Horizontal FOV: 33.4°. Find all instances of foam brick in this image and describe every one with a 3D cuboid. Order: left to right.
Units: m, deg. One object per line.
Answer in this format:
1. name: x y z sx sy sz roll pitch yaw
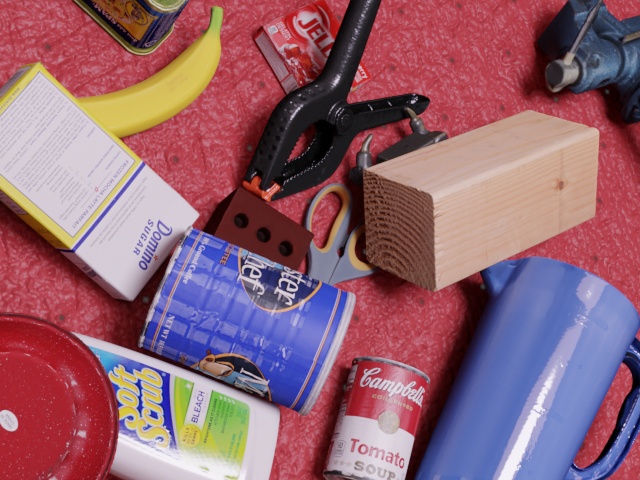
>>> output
1. foam brick: -0.056 0.001 0.890 0.078 0.051 0.053 32 65 -14

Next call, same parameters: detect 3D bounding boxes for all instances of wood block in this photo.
1. wood block: 0.144 -0.040 0.944 0.205 0.090 0.091 -21 120 -33

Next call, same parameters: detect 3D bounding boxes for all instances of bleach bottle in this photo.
1. bleach bottle: -0.158 0.129 0.799 0.250 0.068 0.102 23 54 -16

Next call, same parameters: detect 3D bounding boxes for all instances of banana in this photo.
1. banana: -0.155 -0.122 0.877 0.197 0.037 0.069 -33 115 -21

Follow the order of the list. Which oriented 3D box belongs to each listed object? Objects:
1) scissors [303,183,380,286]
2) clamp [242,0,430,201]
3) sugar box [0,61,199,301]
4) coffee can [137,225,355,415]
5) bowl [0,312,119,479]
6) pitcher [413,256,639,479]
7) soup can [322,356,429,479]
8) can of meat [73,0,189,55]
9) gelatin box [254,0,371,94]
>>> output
1. scissors: 0.009 0.048 0.928 0.096 0.016 0.201 19 69 -19
2. clamp: 0.010 -0.121 0.925 0.209 0.036 0.164 -43 137 -21
3. sugar box: -0.187 -0.043 0.820 0.176 0.048 0.093 47 68 -27
4. coffee can: -0.056 0.062 0.826 0.140 0.103 0.102 23 67 -2
5. bowl: -0.214 0.124 0.718 0.162 0.055 0.162 4 76 -17
6. pitcher: 0.180 0.149 0.917 0.242 0.149 0.145 -61 141 -21
7. soup can: 0.046 0.156 0.887 0.068 0.069 0.102 24 68 -18
8. can of meat: -0.158 -0.215 0.882 0.102 0.084 0.057 43 63 -9
9. gelatin box: -0.007 -0.167 0.969 0.073 0.030 0.089 -31 91 -28
